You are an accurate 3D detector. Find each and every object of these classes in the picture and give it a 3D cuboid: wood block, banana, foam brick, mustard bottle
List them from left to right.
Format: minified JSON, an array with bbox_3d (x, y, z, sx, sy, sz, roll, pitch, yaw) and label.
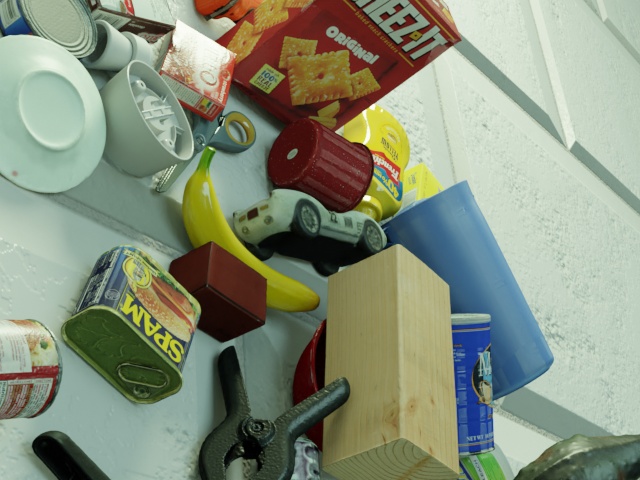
[{"bbox_3d":[-0.092,0.046,0.948,0.078,0.053,0.051,38,39,-39],"label":"foam brick"},{"bbox_3d":[-0.073,0.009,0.997,0.197,0.069,0.037,56,-4,-26],"label":"banana"},{"bbox_3d":[0.060,-0.078,1.276,0.096,0.058,0.191,46,35,-27],"label":"mustard bottle"},{"bbox_3d":[0.064,0.120,0.983,0.090,0.091,0.206,38,39,-37],"label":"wood block"}]

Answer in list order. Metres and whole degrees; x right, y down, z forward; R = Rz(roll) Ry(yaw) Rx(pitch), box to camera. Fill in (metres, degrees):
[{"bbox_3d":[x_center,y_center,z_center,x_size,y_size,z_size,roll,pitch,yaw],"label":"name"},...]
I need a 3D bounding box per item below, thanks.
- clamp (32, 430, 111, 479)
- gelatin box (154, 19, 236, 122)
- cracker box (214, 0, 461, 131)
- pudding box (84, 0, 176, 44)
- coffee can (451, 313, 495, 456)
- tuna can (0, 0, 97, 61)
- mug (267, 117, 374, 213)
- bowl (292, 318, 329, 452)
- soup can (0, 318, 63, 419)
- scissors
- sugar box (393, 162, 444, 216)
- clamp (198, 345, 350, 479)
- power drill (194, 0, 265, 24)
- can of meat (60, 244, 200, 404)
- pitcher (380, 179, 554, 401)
[{"bbox_3d":[-0.128,0.222,0.770,0.209,0.036,0.164,20,52,-53],"label":"clamp"},{"bbox_3d":[-0.125,-0.171,1.066,0.073,0.030,0.089,29,42,-21],"label":"gelatin box"},{"bbox_3d":[0.019,-0.215,1.153,0.164,0.214,0.072,34,31,-42],"label":"cracker box"},{"bbox_3d":[-0.197,-0.242,1.021,0.113,0.039,0.090,0,67,-59],"label":"pudding box"},{"bbox_3d":[0.130,0.149,1.123,0.102,0.103,0.140,1,87,-57],"label":"coffee can"},{"bbox_3d":[-0.236,-0.189,0.921,0.086,0.034,0.086,37,39,-38],"label":"tuna can"},{"bbox_3d":[-0.008,-0.086,1.158,0.081,0.093,0.117,27,15,-39],"label":"mug"},{"bbox_3d":[0.022,0.156,1.038,0.162,0.055,0.162,37,39,-38],"label":"bowl"},{"bbox_3d":[-0.228,0.084,0.690,0.102,0.069,0.068,7,62,-55],"label":"soup can"},{"bbox_3d":[-0.109,-0.089,1.060,0.096,0.016,0.201,40,37,-29],"label":"scissors"},{"bbox_3d":[0.164,-0.008,1.395,0.176,0.048,0.093,46,35,-26],"label":"sugar box"},{"bbox_3d":[-0.061,0.159,0.897,0.171,0.120,0.039,-53,151,-42],"label":"clamp"},{"bbox_3d":[-0.067,-0.283,1.235,0.187,0.057,0.184,25,47,-47],"label":"power drill"},{"bbox_3d":[-0.146,0.065,0.846,0.102,0.058,0.084,48,30,-26],"label":"can of meat"},{"bbox_3d":[0.160,0.065,1.236,0.243,0.149,0.145,61,8,5],"label":"pitcher"}]
